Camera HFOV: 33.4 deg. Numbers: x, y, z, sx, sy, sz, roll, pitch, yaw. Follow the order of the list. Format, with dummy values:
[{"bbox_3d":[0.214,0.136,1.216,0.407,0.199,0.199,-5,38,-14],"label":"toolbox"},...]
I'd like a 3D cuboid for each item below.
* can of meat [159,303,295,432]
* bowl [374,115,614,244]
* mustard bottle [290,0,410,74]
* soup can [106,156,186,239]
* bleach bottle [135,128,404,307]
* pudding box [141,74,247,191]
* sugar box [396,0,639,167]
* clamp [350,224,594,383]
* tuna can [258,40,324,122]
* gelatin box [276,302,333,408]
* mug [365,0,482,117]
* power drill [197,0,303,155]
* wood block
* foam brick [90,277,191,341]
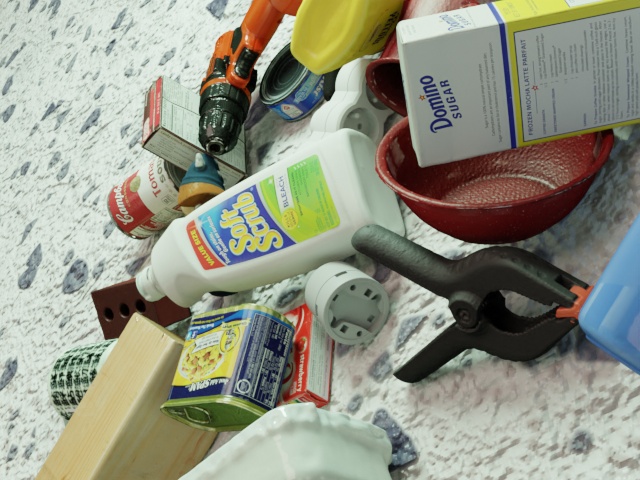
[{"bbox_3d":[-0.071,0.101,0.844,0.102,0.057,0.084,-14,53,46],"label":"can of meat"},{"bbox_3d":[0.121,-0.045,0.738,0.162,0.055,0.162,-9,32,6],"label":"bowl"},{"bbox_3d":[0.053,-0.203,0.926,0.191,0.058,0.096,-31,-22,-55],"label":"mustard bottle"},{"bbox_3d":[-0.174,-0.052,1.158,0.102,0.068,0.068,-30,41,34],"label":"soup can"},{"bbox_3d":[-0.056,0.001,0.908,0.251,0.068,0.102,-26,69,28],"label":"bleach bottle"},{"bbox_3d":[-0.130,-0.109,1.106,0.039,0.113,0.090,-43,34,32],"label":"pudding box"},{"bbox_3d":[0.142,-0.111,0.694,0.176,0.093,0.048,-9,32,4],"label":"sugar box"},{"bbox_3d":[0.101,0.051,0.710,0.172,0.120,0.039,8,35,39],"label":"clamp"},{"bbox_3d":[-0.023,-0.166,1.089,0.086,0.033,0.086,-33,39,32],"label":"tuna can"},{"bbox_3d":[-0.025,0.100,0.866,0.073,0.030,0.089,-29,42,37],"label":"gelatin box"},{"bbox_3d":[0.098,-0.153,0.861,0.081,0.093,0.117,-63,6,-18],"label":"mug"},{"bbox_3d":[-0.065,-0.194,1.058,0.188,0.057,0.184,-50,25,38],"label":"power drill"},{"bbox_3d":[-0.165,0.180,0.926,0.091,0.090,0.206,24,82,56],"label":"wood block"},{"bbox_3d":[-0.176,0.063,1.046,0.078,0.051,0.053,-15,93,33],"label":"foam brick"}]
